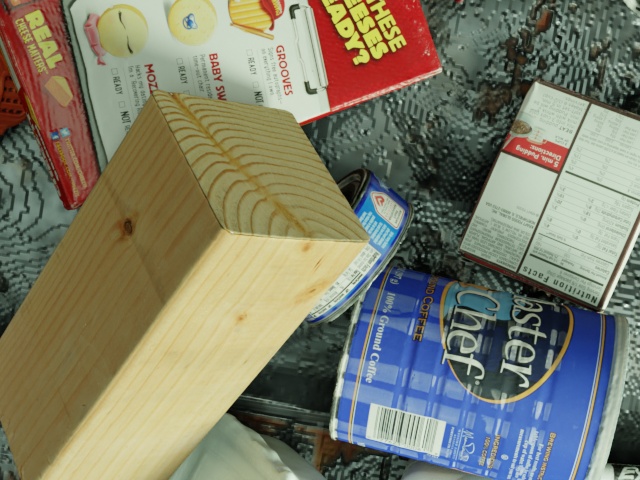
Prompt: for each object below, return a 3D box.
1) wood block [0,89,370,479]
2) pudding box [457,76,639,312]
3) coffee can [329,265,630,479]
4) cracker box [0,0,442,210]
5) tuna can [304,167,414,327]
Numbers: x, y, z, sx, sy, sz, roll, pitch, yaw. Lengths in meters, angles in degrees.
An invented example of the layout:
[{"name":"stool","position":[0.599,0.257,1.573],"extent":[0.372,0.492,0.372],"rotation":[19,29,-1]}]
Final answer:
[{"name":"wood block","position":[-0.082,0.034,0.541],"extent":[0.206,0.090,0.091],"rotation":[-51,54,32]},{"name":"pudding box","position":[0.142,-0.026,0.613],"extent":[0.090,0.039,0.113],"rotation":[24,96,16]},{"name":"coffee can","position":[0.085,0.076,0.581],"extent":[0.140,0.102,0.103],"rotation":[13,94,10]},{"name":"cracker box","position":[-0.065,-0.128,0.572],"extent":[0.213,0.072,0.164],"rotation":[-22,97,-15]},{"name":"tuna can","position":[0.009,0.003,0.573],"extent":[0.033,0.086,0.086],"rotation":[40,93,-12]}]
